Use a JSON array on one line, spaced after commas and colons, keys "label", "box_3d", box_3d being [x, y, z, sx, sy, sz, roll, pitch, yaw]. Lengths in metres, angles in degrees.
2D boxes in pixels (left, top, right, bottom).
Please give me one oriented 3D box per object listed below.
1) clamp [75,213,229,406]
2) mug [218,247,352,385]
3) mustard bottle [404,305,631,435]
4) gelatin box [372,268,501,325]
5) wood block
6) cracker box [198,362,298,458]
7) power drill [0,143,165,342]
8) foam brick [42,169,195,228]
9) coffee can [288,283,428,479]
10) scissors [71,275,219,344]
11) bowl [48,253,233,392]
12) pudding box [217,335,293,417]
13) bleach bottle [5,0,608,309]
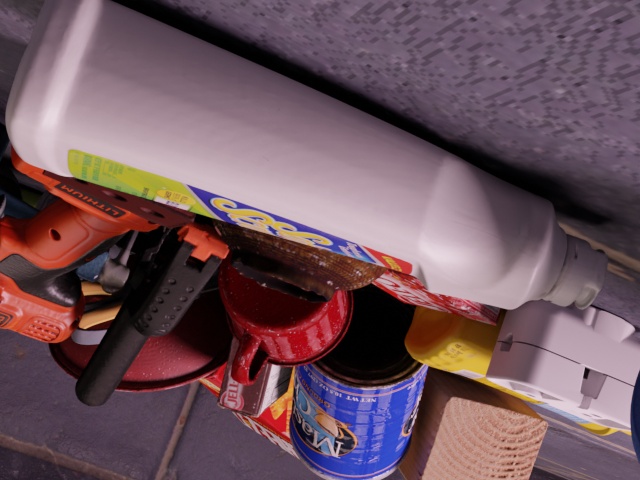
[{"label": "clamp", "box_3d": [-0.100, 0.014, 0.694, 0.036, 0.164, 0.210, 25, 152, -15]}, {"label": "mug", "box_3d": [-0.031, 0.044, 0.731, 0.093, 0.117, 0.081, 27, 167, 11]}, {"label": "mustard bottle", "box_3d": [0.160, 0.090, 0.742, 0.191, 0.058, 0.096, 24, 166, -12]}, {"label": "gelatin box", "box_3d": [0.063, 0.021, 0.652, 0.073, 0.030, 0.089, 12, 167, 39]}, {"label": "wood block", "box_3d": [0.112, 0.158, 0.950, 0.090, 0.091, 0.206, 16, -173, -12]}, {"label": "cracker box", "box_3d": [-0.074, 0.133, 1.057, 0.164, 0.072, 0.213, 23, 160, 47]}, {"label": "power drill", "box_3d": [-0.193, -0.013, 0.649, 0.184, 0.057, 0.188, 25, 137, -35]}, {"label": "foam brick", "box_3d": [-0.098, -0.046, 0.558, 0.078, 0.051, 0.053, 24, 169, -19]}, {"label": "coffee can", "box_3d": [0.029, 0.112, 0.835, 0.103, 0.102, 0.140, 18, 140, 11]}, {"label": "scissors", "box_3d": [-0.125, 0.036, 0.851, 0.096, 0.016, 0.201, 20, -151, 35]}, {"label": "bowl", "box_3d": [-0.146, 0.056, 0.888, 0.162, 0.055, 0.162, 2, -151, -1]}, {"label": "pudding box", "box_3d": [-0.040, 0.072, 0.832, 0.039, 0.113, 0.090, 17, -172, 10]}, {"label": "bleach bottle", "box_3d": [0.004, -0.025, 0.443, 0.250, 0.068, 0.103, 19, 171, -8]}]
